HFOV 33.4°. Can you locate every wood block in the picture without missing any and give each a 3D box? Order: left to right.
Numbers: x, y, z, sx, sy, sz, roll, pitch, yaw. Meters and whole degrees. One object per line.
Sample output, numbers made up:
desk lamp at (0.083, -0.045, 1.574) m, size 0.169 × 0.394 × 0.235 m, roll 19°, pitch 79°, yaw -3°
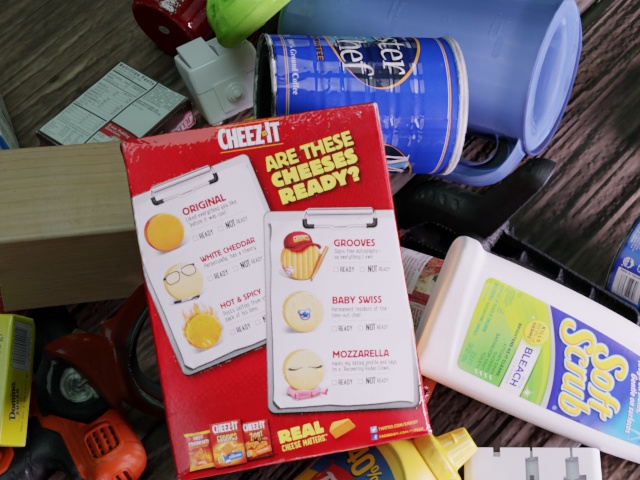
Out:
wood block at (-0.142, -0.017, 0.814) m, size 0.205 × 0.091 × 0.090 m, roll -6°, pitch 53°, yaw -14°

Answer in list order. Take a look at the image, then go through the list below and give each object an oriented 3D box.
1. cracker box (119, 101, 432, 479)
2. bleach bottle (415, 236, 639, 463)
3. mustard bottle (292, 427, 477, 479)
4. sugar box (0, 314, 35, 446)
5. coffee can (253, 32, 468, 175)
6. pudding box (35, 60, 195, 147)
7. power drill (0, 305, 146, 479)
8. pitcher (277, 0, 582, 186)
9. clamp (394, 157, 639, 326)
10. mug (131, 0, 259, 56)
cracker box at (-0.029, 0.032, 0.688) m, size 0.164 × 0.072 × 0.214 m, roll -10°, pitch 88°, yaw -7°
bleach bottle at (0.192, 0.089, 0.726) m, size 0.251 × 0.068 × 0.102 m, roll 22°, pitch 92°, yaw 1°
mustard bottle at (0.020, 0.183, 0.711) m, size 0.191 × 0.058 × 0.096 m, roll -33°, pitch 43°, yaw 1°
sugar box at (-0.297, 0.098, 0.770) m, size 0.176 × 0.048 × 0.093 m, roll 0°, pitch 77°, yaw 10°
coffee can at (0.026, -0.099, 0.784) m, size 0.140 × 0.103 × 0.103 m, roll -1°, pitch 56°, yaw -11°
pudding box at (-0.183, -0.102, 0.959) m, size 0.090 × 0.039 × 0.113 m, roll 30°, pitch 60°, yaw 26°
power drill at (-0.244, 0.143, 0.805) m, size 0.187 × 0.057 × 0.185 m, roll -31°, pitch 54°, yaw -9°
pitcher at (0.086, -0.154, 0.901) m, size 0.243 × 0.145 × 0.149 m, roll 17°, pitch 36°, yaw 24°
clamp at (0.122, -0.010, 0.785) m, size 0.210 × 0.164 × 0.036 m, roll 17°, pitch 59°, yaw 45°
mug at (-0.113, -0.216, 1.000) m, size 0.117 × 0.093 × 0.081 m, roll 37°, pitch 72°, yaw -5°
